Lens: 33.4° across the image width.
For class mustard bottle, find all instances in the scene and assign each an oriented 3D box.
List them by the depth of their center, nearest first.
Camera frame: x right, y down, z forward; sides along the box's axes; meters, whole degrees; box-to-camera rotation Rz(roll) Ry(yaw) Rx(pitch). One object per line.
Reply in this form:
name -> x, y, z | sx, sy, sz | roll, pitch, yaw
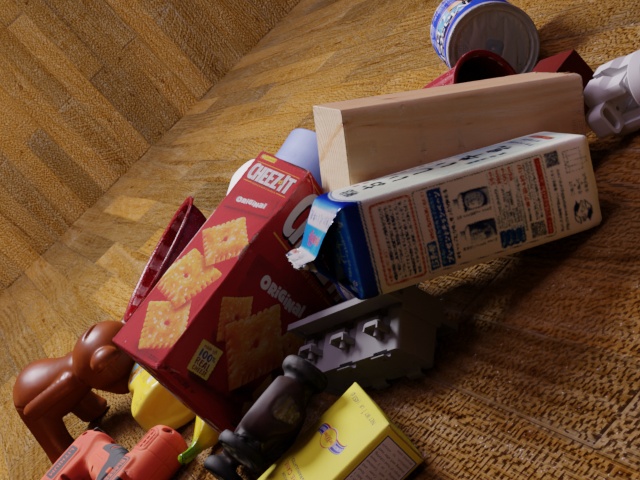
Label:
mustard bottle -> -0.169, 0.148, 1.191 | 0.096, 0.058, 0.192 | -40, 16, -4

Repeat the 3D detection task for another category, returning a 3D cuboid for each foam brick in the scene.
foam brick -> 0.217, -0.131, 0.999 | 0.078, 0.053, 0.051 | -49, 17, -22

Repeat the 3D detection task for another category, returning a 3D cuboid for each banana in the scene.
banana -> -0.127, 0.132, 1.061 | 0.198, 0.069, 0.037 | -116, 34, -43

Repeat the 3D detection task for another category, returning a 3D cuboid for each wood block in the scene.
wood block -> 0.108, -0.083, 0.893 | 0.206, 0.090, 0.091 | -10, 12, -13

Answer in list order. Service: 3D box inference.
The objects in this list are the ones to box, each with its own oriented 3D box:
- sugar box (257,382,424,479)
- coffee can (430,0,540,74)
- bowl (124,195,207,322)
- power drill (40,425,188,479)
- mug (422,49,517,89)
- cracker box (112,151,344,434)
sugar box -> -0.014, 0.188, 0.758 | 0.176, 0.048, 0.093 | -43, 16, -2
coffee can -> 0.187, -0.232, 1.232 | 0.103, 0.102, 0.140 | -40, 17, 11
bowl -> -0.163, 0.032, 1.217 | 0.162, 0.055, 0.162 | -56, 14, 21
power drill -> -0.228, 0.258, 1.063 | 0.184, 0.057, 0.188 | -47, 19, -25
mug -> 0.146, -0.132, 1.105 | 0.117, 0.093, 0.082 | -54, 15, -30
cracker box -> -0.059, 0.056, 0.951 | 0.072, 0.164, 0.213 | 26, 71, 38
